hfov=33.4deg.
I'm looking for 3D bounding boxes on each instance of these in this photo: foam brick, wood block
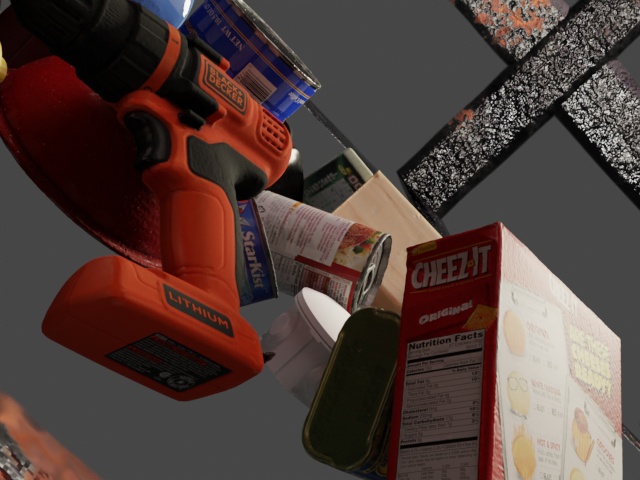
[{"bbox_3d":[-0.178,-0.115,0.702,0.078,0.053,0.051,38,13,-47],"label":"foam brick"},{"bbox_3d":[0.075,0.058,0.885,0.206,0.091,0.090,47,52,1],"label":"wood block"}]

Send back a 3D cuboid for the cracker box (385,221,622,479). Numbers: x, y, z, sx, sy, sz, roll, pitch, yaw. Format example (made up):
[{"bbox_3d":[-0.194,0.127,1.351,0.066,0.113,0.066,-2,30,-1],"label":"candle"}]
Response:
[{"bbox_3d":[0.105,0.124,0.594,0.164,0.072,0.213,38,49,-42],"label":"cracker box"}]

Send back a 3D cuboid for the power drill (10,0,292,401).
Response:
[{"bbox_3d":[-0.083,-0.030,0.520,0.184,0.057,0.187,34,44,-39],"label":"power drill"}]

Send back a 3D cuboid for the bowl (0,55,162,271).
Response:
[{"bbox_3d":[-0.117,-0.058,0.629,0.162,0.055,0.162,45,14,-14],"label":"bowl"}]

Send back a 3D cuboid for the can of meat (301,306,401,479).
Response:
[{"bbox_3d":[0.043,0.098,0.646,0.058,0.102,0.083,12,-14,41],"label":"can of meat"}]

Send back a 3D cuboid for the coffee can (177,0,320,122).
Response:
[{"bbox_3d":[-0.085,-0.099,0.773,0.102,0.140,0.103,45,10,-10],"label":"coffee can"}]

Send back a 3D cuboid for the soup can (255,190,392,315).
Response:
[{"bbox_3d":[-0.008,0.010,0.773,0.102,0.068,0.068,20,3,14],"label":"soup can"}]
